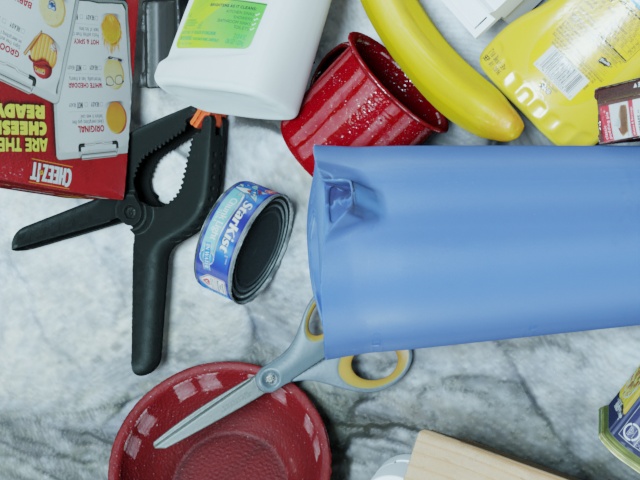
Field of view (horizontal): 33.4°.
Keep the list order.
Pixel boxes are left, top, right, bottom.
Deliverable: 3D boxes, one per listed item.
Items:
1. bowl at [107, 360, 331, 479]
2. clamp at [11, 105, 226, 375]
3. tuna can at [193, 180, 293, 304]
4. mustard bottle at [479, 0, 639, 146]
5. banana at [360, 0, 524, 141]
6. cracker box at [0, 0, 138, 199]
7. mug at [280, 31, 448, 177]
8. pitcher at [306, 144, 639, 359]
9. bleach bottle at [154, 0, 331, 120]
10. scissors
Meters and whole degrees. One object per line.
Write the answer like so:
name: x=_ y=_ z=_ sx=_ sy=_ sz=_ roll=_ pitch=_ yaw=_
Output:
bowl: x=-0.070 y=0.172 z=0.782 sx=0.162 sy=0.055 sz=0.162 roll=-2 pitch=58 yaw=4
clamp: x=-0.147 y=-0.023 z=0.828 sx=0.165 sy=0.036 sz=0.210 roll=34 pitch=105 yaw=18
tuna can: x=-0.055 y=0.001 z=0.769 sx=0.034 sy=0.086 sz=0.086 roll=23 pitch=102 yaw=19
mustard bottle: x=0.200 y=-0.150 z=0.677 sx=0.192 sy=0.058 sz=0.096 roll=-45 pitch=82 yaw=18
banana: x=0.068 y=-0.134 z=0.708 sx=0.037 sy=0.069 sz=0.198 roll=-28 pitch=73 yaw=-9
cracker box: x=-0.209 y=-0.143 z=0.756 sx=0.072 sy=0.164 sz=0.214 roll=2 pitch=86 yaw=30
mug: x=0.023 y=-0.090 z=0.739 sx=0.082 sy=0.093 sz=0.117 roll=-44 pitch=48 yaw=22
pitcher: x=0.113 y=0.005 z=0.669 sx=0.243 sy=0.149 sz=0.145 roll=-3 pitch=110 yaw=0
bleach bottle: x=-0.029 y=-0.211 z=0.727 sx=0.103 sy=0.068 sz=0.251 roll=11 pitch=81 yaw=35
scissors: x=-0.017 y=0.108 z=0.769 sx=0.096 sy=0.016 sz=0.202 roll=44 pitch=88 yaw=1
